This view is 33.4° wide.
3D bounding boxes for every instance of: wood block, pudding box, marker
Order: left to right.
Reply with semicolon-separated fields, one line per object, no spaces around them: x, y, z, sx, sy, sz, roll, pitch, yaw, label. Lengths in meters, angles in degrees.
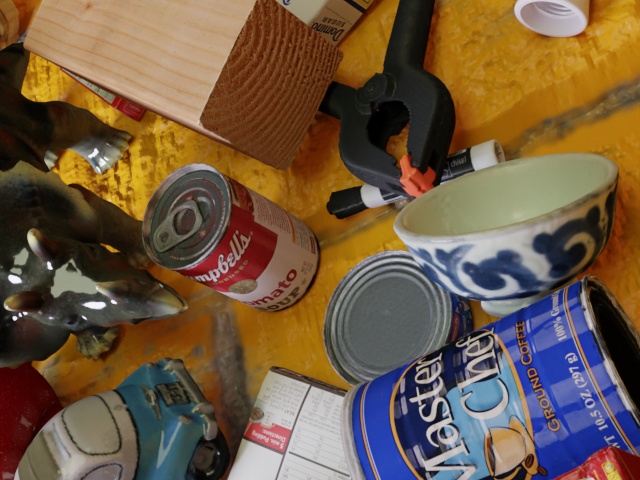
-0.098;-0.129;0.724;0.206;0.090;0.090;26;90;40;wood block
-0.008;0.140;0.631;0.090;0.039;0.113;14;82;38;pudding box
0.057;-0.037;0.669;0.121;0.020;0.020;-17;63;29;marker

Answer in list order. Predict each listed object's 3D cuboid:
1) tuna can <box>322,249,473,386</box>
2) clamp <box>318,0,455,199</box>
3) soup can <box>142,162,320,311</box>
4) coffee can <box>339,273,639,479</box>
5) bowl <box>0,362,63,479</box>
0.046;0.051;0.632;0.086;0.033;0.086;-14;64;30;tuna can
0.047;-0.096;0.679;0.120;0.039;0.171;-46;44;16;clamp
-0.054;0.001;0.677;0.069;0.102;0.068;-13;64;30;soup can
0.096;0.093;0.537;0.140;0.102;0.103;-29;58;22;coffee can
-0.213;0.149;0.719;0.055;0.162;0.162;10;75;5;bowl
